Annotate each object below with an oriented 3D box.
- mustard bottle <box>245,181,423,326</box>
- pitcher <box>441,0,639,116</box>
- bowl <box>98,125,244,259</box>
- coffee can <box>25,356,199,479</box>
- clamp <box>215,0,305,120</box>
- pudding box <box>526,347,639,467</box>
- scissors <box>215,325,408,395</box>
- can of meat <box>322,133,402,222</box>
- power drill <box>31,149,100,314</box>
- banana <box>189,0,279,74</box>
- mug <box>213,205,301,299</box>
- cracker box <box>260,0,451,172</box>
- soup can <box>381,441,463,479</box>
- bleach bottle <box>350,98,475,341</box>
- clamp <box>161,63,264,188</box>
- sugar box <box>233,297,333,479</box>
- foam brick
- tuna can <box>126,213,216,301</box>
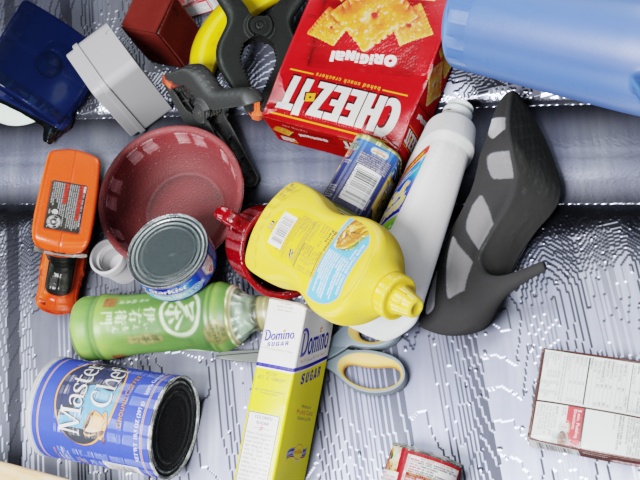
[{"bbox_3d":[0.018,0.022,0.947,0.192,0.058,0.096,30,88,43],"label":"mustard bottle"},{"bbox_3d":[0.253,-0.206,1.050,0.243,0.149,0.145,17,92,26],"label":"pitcher"},{"bbox_3d":[-0.154,-0.040,1.148,0.162,0.055,0.162,-3,72,11],"label":"bowl"},{"bbox_3d":[-0.206,0.176,1.064,0.140,0.102,0.103,6,73,20],"label":"coffee can"},{"bbox_3d":[-0.058,-0.240,1.186,0.164,0.036,0.210,-5,86,-2],"label":"clamp"},{"bbox_3d":[0.249,0.149,0.960,0.114,0.039,0.090,8,73,19],"label":"pudding box"},{"bbox_3d":[-0.002,0.100,1.073,0.202,0.016,0.096,14,74,22],"label":"scissors"},{"bbox_3d":[0.040,-0.049,1.067,0.057,0.102,0.084,28,78,9],"label":"can of meat"},{"bbox_3d":[-0.263,-0.028,1.119,0.057,0.188,0.184,7,72,-10],"label":"power drill"},{"bbox_3d":[-0.090,-0.249,1.223,0.069,0.037,0.198,39,88,0],"label":"banana"},{"bbox_3d":[-0.057,0.001,1.066,0.093,0.117,0.082,-61,20,-5],"label":"mug"},{"bbox_3d":[0.053,-0.196,1.133,0.164,0.072,0.213,17,77,23],"label":"cracker box"},{"bbox_3d":[0.083,0.242,0.964,0.069,0.068,0.102,13,76,22],"label":"soup can"},{"bbox_3d":[0.096,-0.031,1.049,0.068,0.103,0.250,27,65,-8],"label":"bleach bottle"},{"bbox_3d":[-0.116,-0.133,1.169,0.039,0.120,0.172,-16,34,-34],"label":"clamp"},{"bbox_3d":[-0.032,0.148,1.009,0.048,0.093,0.176,11,83,19],"label":"sugar box"},{"bbox_3d":[-0.182,-0.243,1.225,0.051,0.078,0.053,14,73,22],"label":"foam brick"},{"bbox_3d":[-0.148,0.018,1.070,0.086,0.033,0.086,-8,58,12],"label":"tuna can"}]
